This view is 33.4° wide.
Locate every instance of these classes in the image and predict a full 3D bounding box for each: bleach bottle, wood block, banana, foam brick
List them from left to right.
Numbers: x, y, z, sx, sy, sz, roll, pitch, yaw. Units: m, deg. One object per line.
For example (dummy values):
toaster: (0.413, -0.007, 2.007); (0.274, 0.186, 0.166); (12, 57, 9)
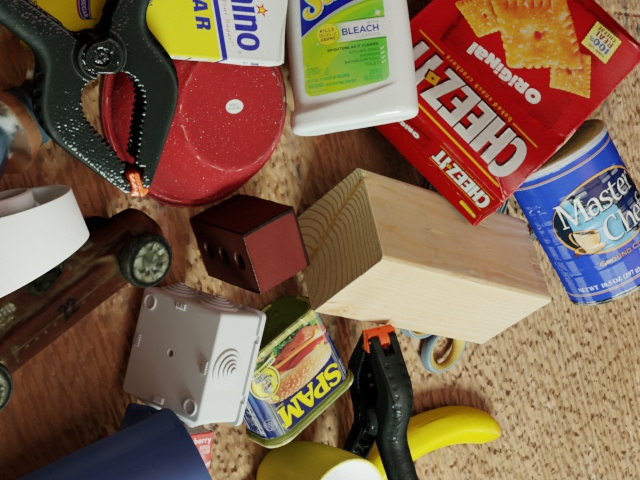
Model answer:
foam brick: (-0.055, 0.001, 0.828); (0.051, 0.078, 0.053); (-30, 116, -30)
bleach bottle: (0.010, -0.212, 0.818); (0.068, 0.102, 0.251); (-16, 97, -80)
wood block: (0.090, 0.018, 0.919); (0.205, 0.091, 0.090); (14, 52, -38)
banana: (0.106, 0.196, 1.038); (0.197, 0.037, 0.070); (-18, 131, -33)

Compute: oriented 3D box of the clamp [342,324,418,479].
clamp: (0.056, 0.159, 0.912); (0.039, 0.120, 0.171); (-18, 123, -31)

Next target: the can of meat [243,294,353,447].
can of meat: (-0.032, 0.106, 0.887); (0.102, 0.058, 0.084); (-39, 119, -27)

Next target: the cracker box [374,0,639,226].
cracker box: (0.152, -0.144, 0.914); (0.164, 0.072, 0.213); (45, 66, 3)

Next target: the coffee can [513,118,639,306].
coffee can: (0.244, -0.026, 0.981); (0.102, 0.103, 0.140); (-37, 104, -27)

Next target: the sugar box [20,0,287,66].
sugar box: (-0.110, -0.169, 0.718); (0.176, 0.048, 0.093); (1, 97, -13)

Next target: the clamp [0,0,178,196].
clamp: (-0.134, -0.128, 0.672); (0.164, 0.036, 0.210); (-26, 122, -11)

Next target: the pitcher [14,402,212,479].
pitcher: (-0.181, 0.227, 0.719); (0.242, 0.149, 0.145); (-21, 110, -20)

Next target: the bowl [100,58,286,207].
bowl: (-0.080, -0.100, 0.798); (0.161, 0.055, 0.162); (-10, 107, -38)

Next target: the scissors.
scissors: (0.156, 0.062, 1.055); (0.201, 0.016, 0.096); (-22, 112, -33)
